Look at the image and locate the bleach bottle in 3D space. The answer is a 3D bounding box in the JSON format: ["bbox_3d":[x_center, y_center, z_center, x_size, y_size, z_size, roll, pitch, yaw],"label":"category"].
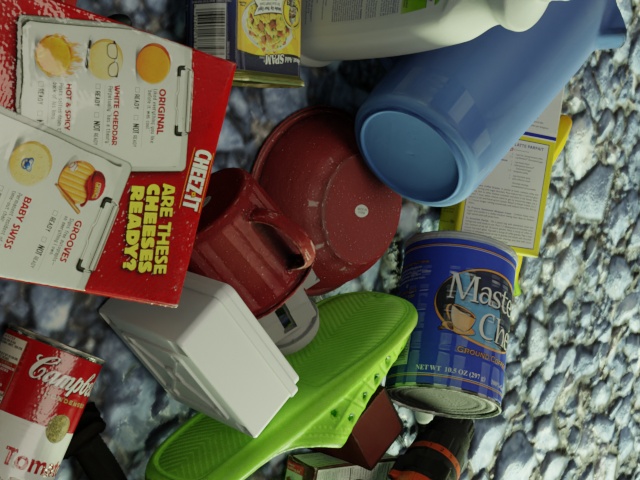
[{"bbox_3d":[0.073,-0.176,0.767,0.067,0.251,0.102,7,92,-44],"label":"bleach bottle"}]

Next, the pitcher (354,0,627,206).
[{"bbox_3d":[0.123,-0.145,0.868,0.145,0.149,0.242,53,56,-20],"label":"pitcher"}]

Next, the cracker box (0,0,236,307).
[{"bbox_3d":[-0.171,-0.058,0.637,0.213,0.072,0.164,13,92,-40],"label":"cracker box"}]

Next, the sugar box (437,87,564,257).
[{"bbox_3d":[0.170,-0.078,1.004,0.093,0.048,0.176,9,89,-20],"label":"sugar box"}]

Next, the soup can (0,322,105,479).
[{"bbox_3d":[-0.192,0.113,0.694,0.068,0.069,0.102,31,77,-42],"label":"soup can"}]

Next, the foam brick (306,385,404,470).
[{"bbox_3d":[0.021,0.149,0.898,0.053,0.078,0.051,-47,126,-30],"label":"foam brick"}]

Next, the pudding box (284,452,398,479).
[{"bbox_3d":[0.015,0.231,0.934,0.113,0.039,0.090,6,94,-47],"label":"pudding box"}]

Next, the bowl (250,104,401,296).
[{"bbox_3d":[0.016,-0.029,0.877,0.161,0.055,0.162,-9,104,-42],"label":"bowl"}]

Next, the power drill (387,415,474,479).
[{"bbox_3d":[0.096,0.266,0.975,0.184,0.057,0.188,-46,138,-48],"label":"power drill"}]

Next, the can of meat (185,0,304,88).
[{"bbox_3d":[-0.055,-0.155,0.776,0.101,0.058,0.084,-8,100,-57],"label":"can of meat"}]

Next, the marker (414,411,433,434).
[{"bbox_3d":[0.092,0.142,1.005,0.020,0.020,0.121,-33,119,-35],"label":"marker"}]

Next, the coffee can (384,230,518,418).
[{"bbox_3d":[0.115,0.075,0.935,0.102,0.103,0.140,30,62,-43],"label":"coffee can"}]

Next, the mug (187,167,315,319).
[{"bbox_3d":[-0.055,0.001,0.775,0.081,0.117,0.093,52,56,-31],"label":"mug"}]
